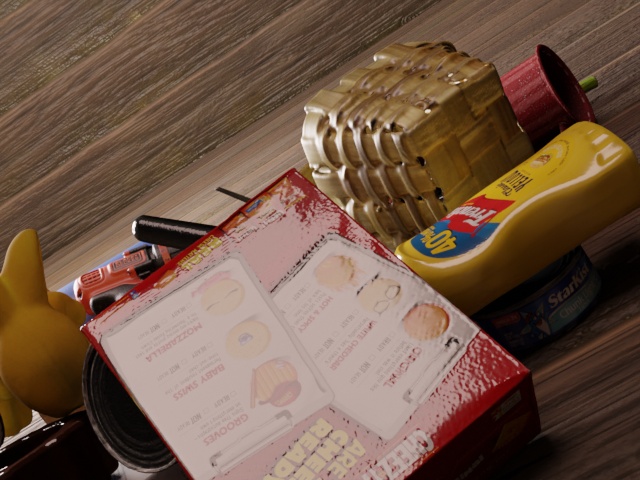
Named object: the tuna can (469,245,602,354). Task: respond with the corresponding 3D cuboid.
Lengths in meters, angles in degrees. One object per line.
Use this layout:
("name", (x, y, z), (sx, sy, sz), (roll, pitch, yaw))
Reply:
("tuna can", (0.136, 0.035, 0.684), (0.086, 0.033, 0.086), (-33, 13, 8))

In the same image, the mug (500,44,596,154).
("mug", (0.196, -0.111, 0.981), (0.082, 0.093, 0.117), (-33, 48, 29))

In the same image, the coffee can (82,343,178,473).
("coffee can", (-0.082, 0.094, 0.756), (0.103, 0.103, 0.140), (-25, -7, 36))

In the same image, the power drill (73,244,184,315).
("power drill", (-0.158, 0.065, 1.108), (0.184, 0.057, 0.188), (-23, 34, -5))

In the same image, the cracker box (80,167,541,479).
("cracker box", (-0.011, 0.076, 0.593), (0.164, 0.072, 0.214), (-38, 49, -11))

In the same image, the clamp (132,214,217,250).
("clamp", (-0.056, 0.001, 0.960), (0.164, 0.036, 0.210), (-8, 17, -31))

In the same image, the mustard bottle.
("mustard bottle", (0.106, 0.001, 0.668), (0.191, 0.058, 0.096), (-34, 17, 2))
